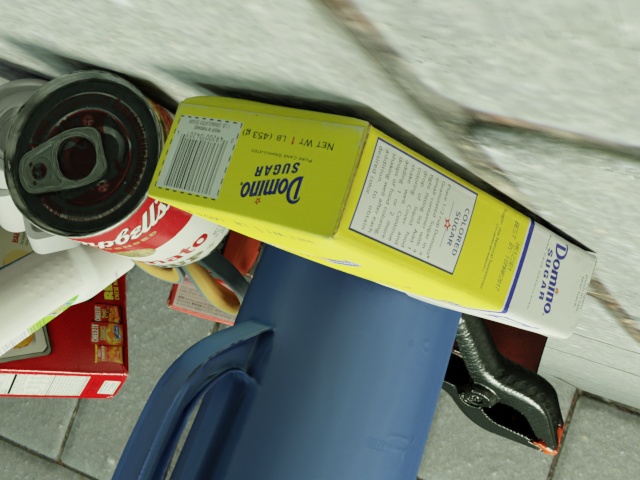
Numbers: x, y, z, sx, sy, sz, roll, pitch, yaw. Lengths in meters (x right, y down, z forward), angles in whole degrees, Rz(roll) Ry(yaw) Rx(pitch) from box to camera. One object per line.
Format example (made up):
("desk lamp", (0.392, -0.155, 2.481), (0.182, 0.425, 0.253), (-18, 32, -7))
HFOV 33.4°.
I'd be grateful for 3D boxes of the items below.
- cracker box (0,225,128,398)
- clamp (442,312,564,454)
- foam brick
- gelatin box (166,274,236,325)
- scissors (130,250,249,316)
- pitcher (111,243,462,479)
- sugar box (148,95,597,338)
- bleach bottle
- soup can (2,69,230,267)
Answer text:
("cracker box", (-0.272, 0.045, 0.887), (0.213, 0.164, 0.072), (5, 150, -22))
("clamp", (0.107, 0.100, 0.780), (0.171, 0.039, 0.120), (47, 148, -23))
("foam brick", (0.134, 0.069, 0.816), (0.078, 0.051, 0.053), (18, 175, 12))
("gelatin box", (-0.053, 0.047, 0.748), (0.089, 0.030, 0.073), (13, 176, 15))
("scissors", (-0.103, -0.017, 0.608), (0.096, 0.016, 0.201), (12, 152, 36))
("pitcher", (-0.012, 0.098, 0.552), (0.145, 0.243, 0.149), (19, 175, 4))
("sugar box", (0.028, -0.004, 0.420), (0.093, 0.048, 0.176), (15, 173, 41))
("bleach bottle", (-0.229, 0.049, 0.769), (0.068, 0.250, 0.103), (58, 164, -4))
("soup can", (-0.082, -0.027, 0.465), (0.068, 0.068, 0.102), (18, 176, 16))
